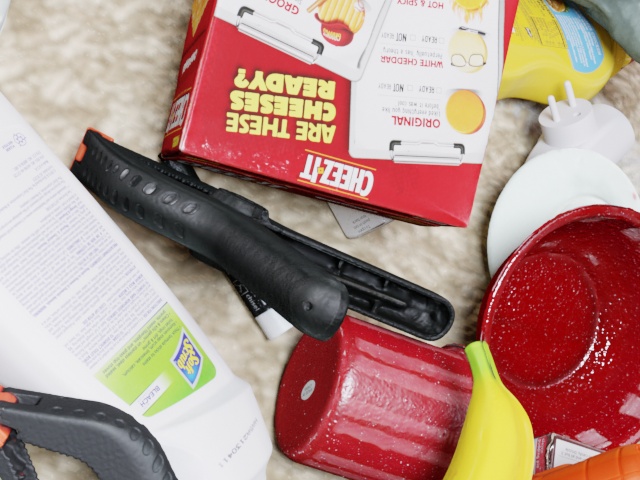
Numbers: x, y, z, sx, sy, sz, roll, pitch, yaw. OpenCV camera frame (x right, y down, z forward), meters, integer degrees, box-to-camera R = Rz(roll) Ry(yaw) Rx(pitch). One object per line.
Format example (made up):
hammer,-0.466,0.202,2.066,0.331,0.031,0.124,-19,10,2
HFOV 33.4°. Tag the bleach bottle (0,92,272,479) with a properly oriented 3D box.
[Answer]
bleach bottle,-0.110,0.053,0.506,0.251,0.068,0.102,50,50,-9

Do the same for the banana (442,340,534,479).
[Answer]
banana,0.044,0.145,0.507,0.037,0.070,0.198,35,92,-39

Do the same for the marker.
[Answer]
marker,-0.054,0.001,0.593,0.020,0.020,0.121,-34,92,-39

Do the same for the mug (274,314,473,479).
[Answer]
mug,0.027,0.081,0.578,0.081,0.093,0.117,21,29,-20

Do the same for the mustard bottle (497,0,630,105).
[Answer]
mustard bottle,0.157,-0.142,0.772,0.191,0.058,0.096,-1,58,-35

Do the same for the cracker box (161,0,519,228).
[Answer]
cracker box,0.018,-0.128,0.581,0.164,0.072,0.214,14,86,-17

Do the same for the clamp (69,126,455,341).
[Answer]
clamp,-0.036,-0.001,0.530,0.164,0.210,0.036,18,99,-60

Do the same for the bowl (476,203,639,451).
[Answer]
bowl,0.154,0.055,0.666,0.161,0.055,0.162,-3,98,-24

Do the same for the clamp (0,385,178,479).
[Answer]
clamp,-0.091,0.136,0.472,0.171,0.039,0.120,36,91,-7
